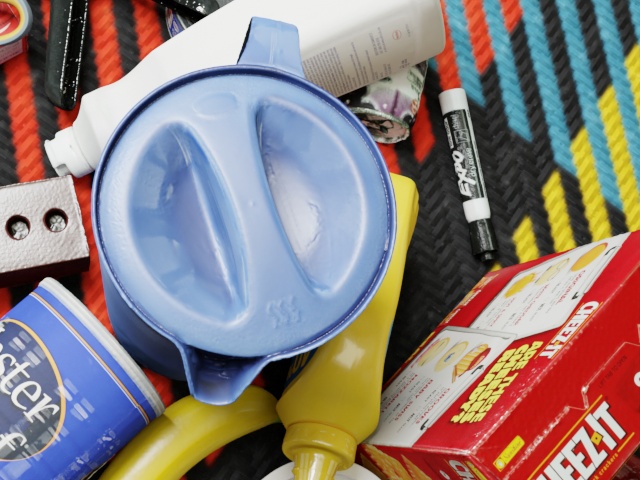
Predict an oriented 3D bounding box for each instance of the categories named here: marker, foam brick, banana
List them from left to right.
[{"bbox_3d":[-0.181,-0.003,0.641,0.078,0.051,0.053,-12,81,-15],"label":"foam brick"},{"bbox_3d":[-0.093,0.146,0.636,0.197,0.037,0.069,-40,88,-18],"label":"banana"},{"bbox_3d":[0.102,-0.045,0.733,0.020,0.020,0.121,-8,80,-15],"label":"marker"}]

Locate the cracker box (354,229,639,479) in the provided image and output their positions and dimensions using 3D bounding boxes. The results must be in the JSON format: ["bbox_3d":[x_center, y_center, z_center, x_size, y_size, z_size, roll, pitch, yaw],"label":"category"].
[{"bbox_3d":[0.111,0.083,0.604,0.164,0.214,0.072,-44,96,-18],"label":"cracker box"}]

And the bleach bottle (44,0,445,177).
[{"bbox_3d":[-0.052,-0.103,0.647,0.251,0.102,0.068,-24,68,3],"label":"bleach bottle"}]

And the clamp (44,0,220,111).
[{"bbox_3d":[-0.139,-0.177,0.682,0.120,0.039,0.171,-20,77,-3],"label":"clamp"}]

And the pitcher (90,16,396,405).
[{"bbox_3d":[-0.054,0.001,0.569,0.149,0.243,0.145,-36,88,-18],"label":"pitcher"}]

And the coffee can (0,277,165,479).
[{"bbox_3d":[-0.172,0.104,0.593,0.140,0.103,0.103,-42,90,-18],"label":"coffee can"}]

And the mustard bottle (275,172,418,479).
[{"bbox_3d":[0.013,0.057,0.627,0.058,0.096,0.191,18,59,-9],"label":"mustard bottle"}]
